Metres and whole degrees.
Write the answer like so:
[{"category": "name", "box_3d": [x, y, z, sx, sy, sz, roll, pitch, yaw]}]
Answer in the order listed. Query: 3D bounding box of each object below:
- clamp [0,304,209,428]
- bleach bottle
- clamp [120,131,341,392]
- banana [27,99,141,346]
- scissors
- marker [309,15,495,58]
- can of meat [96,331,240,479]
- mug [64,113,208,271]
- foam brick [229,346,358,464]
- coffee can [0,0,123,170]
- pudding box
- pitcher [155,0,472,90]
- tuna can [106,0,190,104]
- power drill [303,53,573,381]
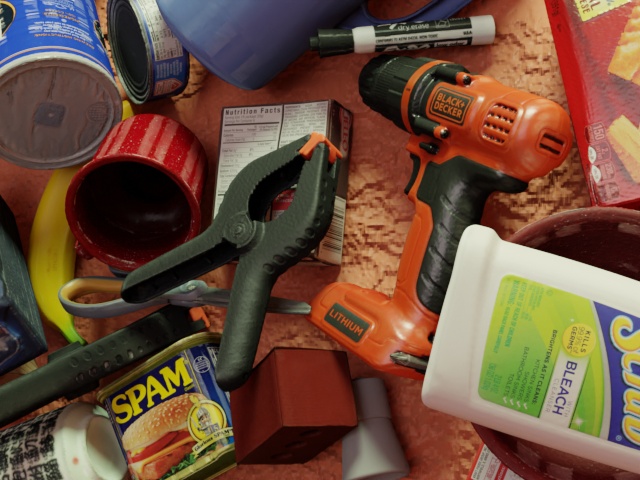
[{"category": "clamp", "box_3d": [-0.181, 0.095, 0.756, 0.209, 0.165, 0.036, -26, 91, -19]}, {"category": "bleach bottle", "box_3d": [0.184, 0.071, 0.538, 0.251, 0.068, 0.102, 14, 93, 11]}, {"category": "clamp", "box_3d": [-0.055, 0.001, 0.691, 0.120, 0.039, 0.171, 27, 79, 28]}, {"category": "banana", "box_3d": [-0.189, -0.016, 0.828, 0.070, 0.037, 0.198, 11, 87, 10]}, {"category": "scissors", "box_3d": [-0.088, 0.027, 0.748, 0.202, 0.096, 0.016, -3, 121, 20]}, {"category": "marker", "box_3d": [0.053, -0.133, 0.697, 0.121, 0.020, 0.020, -6, 76, -4]}, {"category": "can of meat", "box_3d": [-0.095, 0.124, 0.738, 0.102, 0.057, 0.084, -32, 70, 20]}, {"category": "mug", "box_3d": [-0.132, -0.030, 0.759, 0.117, 0.093, 0.081, -42, 20, 25]}, {"category": "foam brick", "box_3d": [-0.018, 0.106, 0.676, 0.078, 0.052, 0.051, -48, 44, 51]}, {"category": "coffee can", "box_3d": [-0.210, -0.136, 0.800, 0.103, 0.102, 0.140, -37, 47, 17]}, {"category": "pudding box", "box_3d": [-0.028, -0.040, 0.744, 0.090, 0.039, 0.113, 0, 79, 28]}, {"category": "pitcher", "box_3d": [0.012, -0.207, 0.713, 0.243, 0.144, 0.149, -40, 53, 20]}, {"category": "tuna can", "box_3d": [-0.129, -0.146, 0.793, 0.086, 0.033, 0.086, 43, 141, 48]}, {"category": "power drill", "box_3d": [0.055, -0.021, 0.668, 0.185, 0.057, 0.188, 32, 104, 55]}]
